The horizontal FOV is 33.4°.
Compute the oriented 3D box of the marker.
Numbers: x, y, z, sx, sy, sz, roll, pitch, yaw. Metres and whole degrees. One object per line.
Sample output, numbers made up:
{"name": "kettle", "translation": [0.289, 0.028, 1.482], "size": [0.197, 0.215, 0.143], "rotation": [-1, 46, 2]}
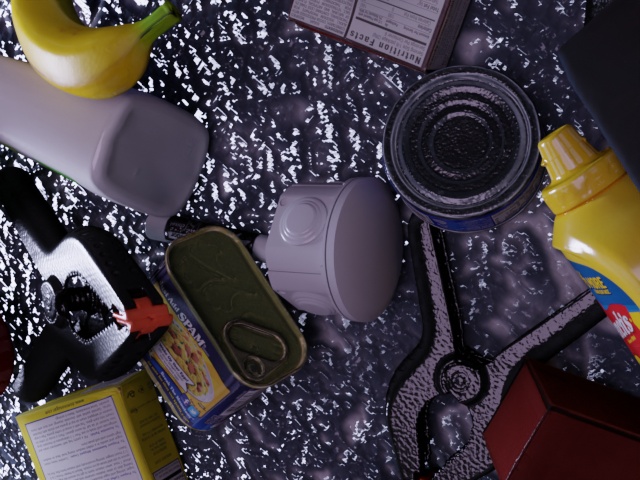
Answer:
{"name": "marker", "translation": [-0.054, 0.001, 0.662], "size": [0.121, 0.020, 0.020], "rotation": [12, 103, 25]}

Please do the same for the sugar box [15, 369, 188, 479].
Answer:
{"name": "sugar box", "translation": [-0.130, 0.183, 0.715], "size": [0.093, 0.048, 0.176], "rotation": [-20, 93, 27]}

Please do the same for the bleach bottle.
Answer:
{"name": "bleach bottle", "translation": [-0.199, -0.089, 0.687], "size": [0.251, 0.102, 0.068], "rotation": [22, 89, 29]}

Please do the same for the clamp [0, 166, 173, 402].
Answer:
{"name": "clamp", "translation": [-0.156, 0.046, 0.673], "size": [0.210, 0.036, 0.164], "rotation": [16, 111, 51]}

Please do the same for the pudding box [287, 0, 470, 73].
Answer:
{"name": "pudding box", "translation": [0.042, -0.157, 0.580], "size": [0.090, 0.039, 0.113], "rotation": [25, 110, 19]}

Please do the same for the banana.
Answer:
{"name": "banana", "translation": [-0.139, -0.122, 0.602], "size": [0.069, 0.037, 0.198], "rotation": [-48, 43, -5]}

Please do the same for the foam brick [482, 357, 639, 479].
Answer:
{"name": "foam brick", "translation": [0.133, 0.104, 0.550], "size": [0.078, 0.053, 0.051], "rotation": [21, 108, -11]}

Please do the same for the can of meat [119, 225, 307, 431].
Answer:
{"name": "can of meat", "translation": [-0.068, 0.056, 0.646], "size": [0.102, 0.057, 0.084], "rotation": [56, 136, 9]}

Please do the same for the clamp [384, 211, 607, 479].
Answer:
{"name": "clamp", "translation": [0.092, 0.072, 0.591], "size": [0.120, 0.039, 0.171], "rotation": [15, 104, 27]}

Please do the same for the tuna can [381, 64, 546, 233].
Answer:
{"name": "tuna can", "translation": [0.076, -0.049, 0.566], "size": [0.086, 0.033, 0.086], "rotation": [-3, 78, 15]}
